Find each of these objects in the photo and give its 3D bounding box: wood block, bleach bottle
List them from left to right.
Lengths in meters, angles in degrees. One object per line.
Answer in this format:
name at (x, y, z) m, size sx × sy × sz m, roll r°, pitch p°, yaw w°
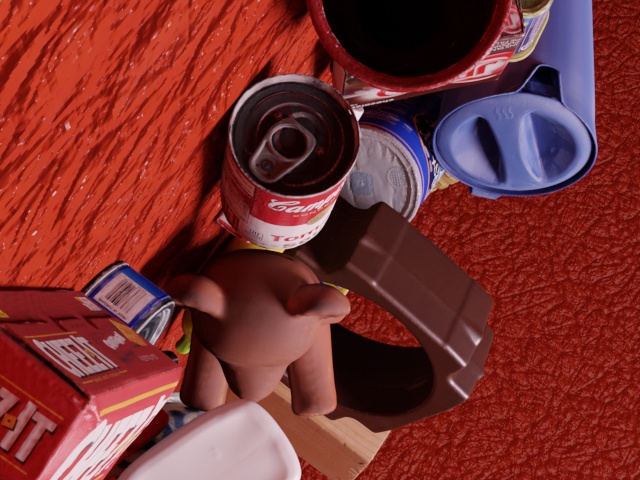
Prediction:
bleach bottle at (-0.080, 0.152, 0.684) m, size 0.102 × 0.068 × 0.251 m, roll -34°, pitch 177°, yaw -15°
wood block at (-0.024, 0.148, 1.096) m, size 0.090 × 0.206 × 0.091 m, roll -51°, pitch 175°, yaw -36°

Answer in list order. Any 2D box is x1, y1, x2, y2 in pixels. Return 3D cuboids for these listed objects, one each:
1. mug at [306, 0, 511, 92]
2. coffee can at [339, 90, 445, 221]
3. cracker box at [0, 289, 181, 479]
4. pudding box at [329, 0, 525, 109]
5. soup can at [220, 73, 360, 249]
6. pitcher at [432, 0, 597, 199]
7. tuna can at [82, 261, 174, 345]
mug at (0.040, -0.127, 0.516) m, size 0.081 × 0.093 × 0.117 m, roll -63°, pitch 153°, yaw -87°
coffee can at (0.060, -0.077, 0.946) m, size 0.103 × 0.103 × 0.140 m, roll -57°, pitch 175°, yaw 35°
cracker box at (-0.150, 0.124, 0.415) m, size 0.214 × 0.072 × 0.164 m, roll -55°, pitch 176°, yaw -1°
pudding box at (0.064, -0.119, 0.671) m, size 0.113 × 0.039 × 0.090 m, roll -10°, pitch 171°, yaw -2°
soup can at (-0.020, -0.040, 0.588) m, size 0.068 × 0.068 × 0.102 m, roll -53°, pitch 176°, yaw -18°
pitcher at (0.174, -0.163, 0.941) m, size 0.149 × 0.144 × 0.242 m, roll -15°, pitch -131°, yaw 36°
tuna can at (-0.112, 0.055, 0.543) m, size 0.086 × 0.034 × 0.086 m, roll -54°, pitch 176°, yaw -6°
